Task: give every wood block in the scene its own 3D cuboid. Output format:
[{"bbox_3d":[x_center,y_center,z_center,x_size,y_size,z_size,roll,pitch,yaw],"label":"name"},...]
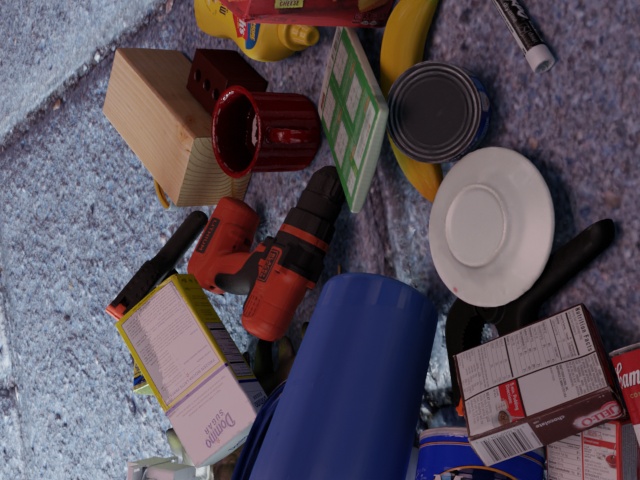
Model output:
[{"bbox_3d":[-0.164,-0.134,1.232,0.206,0.090,0.091,47,129,39],"label":"wood block"}]

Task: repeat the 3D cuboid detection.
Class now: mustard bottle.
[{"bbox_3d":[-0.061,-0.239,1.111,0.192,0.058,0.096,37,117,45],"label":"mustard bottle"}]

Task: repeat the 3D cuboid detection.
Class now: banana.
[{"bbox_3d":[0.082,-0.134,0.947,0.070,0.037,0.198,9,100,53],"label":"banana"}]

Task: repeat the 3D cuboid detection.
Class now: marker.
[{"bbox_3d":[0.153,-0.186,0.862,0.020,0.020,0.121,-50,55,43],"label":"marker"}]

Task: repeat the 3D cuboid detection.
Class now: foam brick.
[{"bbox_3d":[-0.105,-0.172,1.181,0.078,0.051,0.053,47,129,40],"label":"foam brick"}]

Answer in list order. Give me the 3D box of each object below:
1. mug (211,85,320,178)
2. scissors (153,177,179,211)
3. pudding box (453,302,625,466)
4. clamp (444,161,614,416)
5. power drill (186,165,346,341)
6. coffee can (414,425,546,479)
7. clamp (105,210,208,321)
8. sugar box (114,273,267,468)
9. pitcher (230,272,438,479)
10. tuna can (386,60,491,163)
[{"bbox_3d":[-0.047,-0.110,1.085,0.117,0.081,0.093,9,100,53],"label":"mug"},{"bbox_3d":[-0.200,-0.136,1.341,0.096,0.016,0.202,-32,68,48],"label":"scissors"},{"bbox_3d":[0.160,0.107,0.796,0.114,0.039,0.090,-23,36,17],"label":"pudding box"},{"bbox_3d":[0.155,0.050,0.869,0.165,0.036,0.210,22,107,51],"label":"clamp"},{"bbox_3d":[-0.057,0.001,1.100,0.188,0.057,0.184,14,75,60],"label":"power drill"},{"bbox_3d":[0.119,0.228,0.838,0.103,0.102,0.140,-20,53,52],"label":"coffee can"},{"bbox_3d":[-0.189,0.034,1.247,0.039,0.171,0.120,30,121,3],"label":"clamp"},{"bbox_3d":[-0.126,0.129,1.075,0.093,0.048,0.176,-40,72,20],"label":"sugar box"},{"bbox_3d":[0.014,0.155,0.919,0.145,0.149,0.242,99,-172,-65],"label":"pitcher"},{"bbox_3d":[0.100,-0.108,0.902,0.086,0.033,0.086,1,93,27],"label":"tuna can"}]
